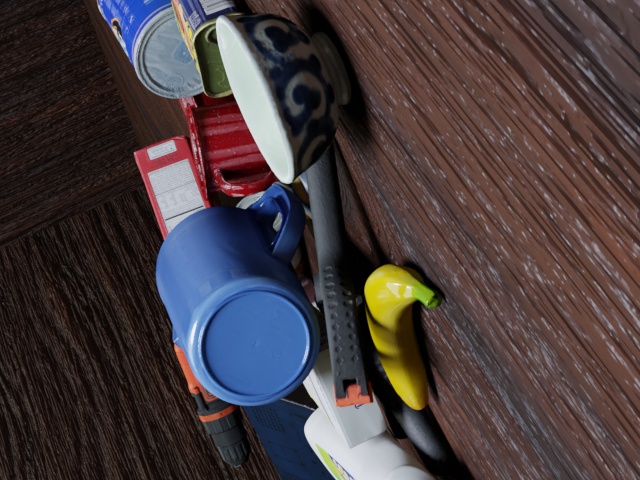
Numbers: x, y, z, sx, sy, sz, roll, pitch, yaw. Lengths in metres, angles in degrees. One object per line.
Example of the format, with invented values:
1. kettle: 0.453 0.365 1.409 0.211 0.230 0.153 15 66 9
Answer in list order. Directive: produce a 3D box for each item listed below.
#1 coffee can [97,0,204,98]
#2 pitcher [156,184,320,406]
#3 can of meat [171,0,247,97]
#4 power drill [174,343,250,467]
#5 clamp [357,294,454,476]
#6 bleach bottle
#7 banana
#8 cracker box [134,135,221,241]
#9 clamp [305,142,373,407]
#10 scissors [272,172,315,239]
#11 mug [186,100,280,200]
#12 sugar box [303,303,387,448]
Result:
1. coffee can: -0.161 -0.225 1.094 0.140 0.102 0.103 56 167 43
2. pitcher: -0.068 0.046 0.945 0.243 0.145 0.149 -133 32 -73
3. can of meat: -0.098 -0.196 0.974 0.102 0.057 0.084 84 162 -61
4. power drill: -0.073 0.175 1.360 0.057 0.187 0.184 -158 46 -75
5. clamp: 0.065 0.129 0.946 0.171 0.039 0.120 62 166 -21
6. bleach bottle: 0.055 0.207 0.953 0.102 0.068 0.251 54 171 -7
7. banana: 0.060 0.068 0.818 0.198 0.037 0.070 82 163 -60
8. cracker box: -0.138 0.001 1.252 0.164 0.072 0.214 73 175 -77
9. clamp: 0.012 0.028 0.842 0.164 0.036 0.210 79 -177 -50
10. scissors: -0.027 -0.055 1.055 0.202 0.016 0.096 -129 19 -54
11. mug: -0.074 -0.082 0.992 0.117 0.081 0.093 -112 14 -49
12. sugar box: 0.008 0.120 0.985 0.093 0.048 0.176 66 170 -11
